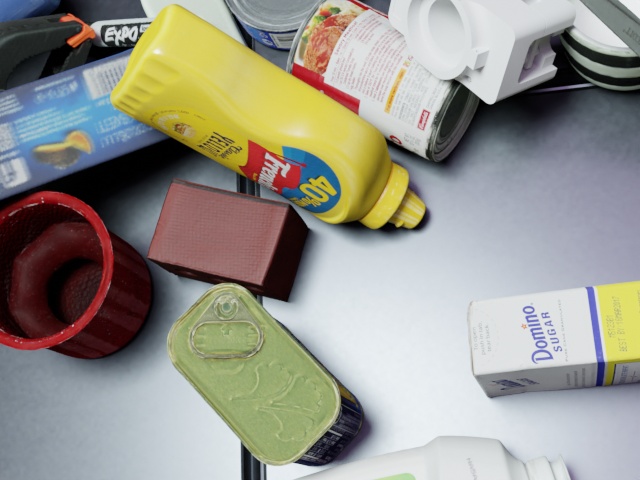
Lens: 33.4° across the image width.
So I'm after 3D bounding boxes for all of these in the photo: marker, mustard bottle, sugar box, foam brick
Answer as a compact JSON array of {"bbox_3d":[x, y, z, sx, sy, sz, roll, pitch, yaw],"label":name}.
[{"bbox_3d":[-0.124,-0.135,0.693,0.121,0.020,0.020,7,76,39],"label":"marker"},{"bbox_3d":[-0.021,-0.059,0.613,0.191,0.096,0.058,29,69,-17],"label":"mustard bottle"},{"bbox_3d":[0.168,0.048,0.555,0.176,0.093,0.048,-5,74,12],"label":"sugar box"},{"bbox_3d":[-0.054,0.001,0.643,0.078,0.053,0.051,12,78,17],"label":"foam brick"}]

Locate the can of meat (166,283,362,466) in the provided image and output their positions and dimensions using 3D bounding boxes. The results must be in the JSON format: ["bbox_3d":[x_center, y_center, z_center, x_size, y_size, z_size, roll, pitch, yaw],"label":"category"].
[{"bbox_3d":[-0.027,0.079,0.599,0.057,0.084,0.102,-45,70,-1],"label":"can of meat"}]

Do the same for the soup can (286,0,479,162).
[{"bbox_3d":[0.040,-0.098,0.639,0.102,0.068,0.068,29,84,18],"label":"soup can"}]

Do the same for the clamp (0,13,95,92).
[{"bbox_3d":[-0.219,-0.086,0.673,0.039,0.120,0.171,34,85,36],"label":"clamp"}]

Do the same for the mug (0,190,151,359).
[{"bbox_3d":[-0.164,0.027,0.647,0.117,0.081,0.093,-2,75,13],"label":"mug"}]

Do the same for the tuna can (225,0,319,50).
[{"bbox_3d":[-0.019,-0.167,0.689,0.086,0.033,0.086,-4,75,13],"label":"tuna can"}]
